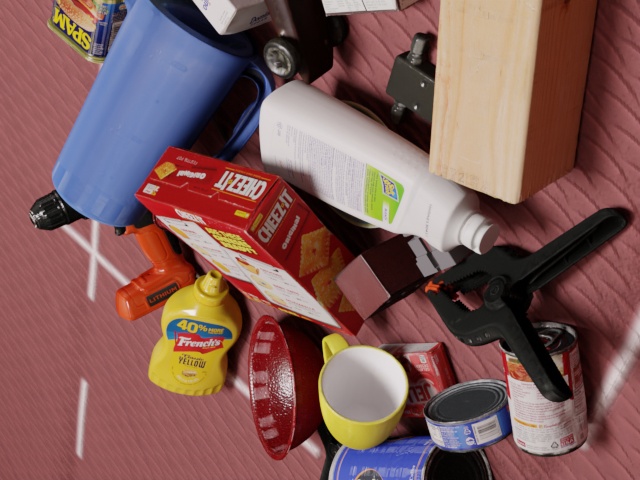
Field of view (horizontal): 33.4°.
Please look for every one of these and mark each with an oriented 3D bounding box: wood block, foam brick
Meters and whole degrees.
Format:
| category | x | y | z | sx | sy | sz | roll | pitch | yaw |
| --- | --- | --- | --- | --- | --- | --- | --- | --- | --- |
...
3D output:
| category | x | y | z | sx | sy | sz | roll | pitch | yaw |
| --- | --- | --- | --- | --- | --- | --- | --- | --- | --- |
| wood block | 0.151 | -0.147 | 0.832 | 0.090 | 0.090 | 0.206 | 25 | 127 | 35 |
| foam brick | 0.064 | 0.033 | 1.032 | 0.051 | 0.078 | 0.053 | 56 | 139 | 10 |

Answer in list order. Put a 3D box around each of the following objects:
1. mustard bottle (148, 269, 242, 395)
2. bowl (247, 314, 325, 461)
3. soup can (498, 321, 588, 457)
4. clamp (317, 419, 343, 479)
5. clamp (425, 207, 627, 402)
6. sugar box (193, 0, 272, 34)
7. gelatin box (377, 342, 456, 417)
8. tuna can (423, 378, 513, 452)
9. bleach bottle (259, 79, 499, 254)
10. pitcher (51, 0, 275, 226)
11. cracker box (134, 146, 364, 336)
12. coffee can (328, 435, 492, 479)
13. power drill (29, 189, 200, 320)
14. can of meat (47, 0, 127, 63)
| category | x | y | z | sx | sy | sz | roll | pitch | yaw |
| --- | --- | --- | --- | --- | --- | --- | --- | --- | --- |
| mustard bottle | -0.146 | 0.107 | 1.290 | 0.096 | 0.058 | 0.192 | 13 | 131 | -9 |
| bowl | -0.032 | 0.162 | 1.194 | 0.162 | 0.055 | 0.162 | 177 | 90 | -69 |
| soup can | 0.200 | 0.132 | 0.951 | 0.069 | 0.068 | 0.102 | 8 | 117 | 44 |
| clamp | 0.024 | 0.239 | 1.218 | 0.120 | 0.039 | 0.171 | -8 | 98 | 45 |
| clamp | 0.170 | 0.041 | 0.923 | 0.210 | 0.036 | 0.164 | 14 | 77 | 60 |
| sugar box | -0.106 | -0.282 | 1.028 | 0.176 | 0.093 | 0.048 | 55 | 140 | 10 |
| gelatin box | 0.097 | 0.144 | 1.094 | 0.089 | 0.030 | 0.073 | -8 | 105 | 49 |
| tuna can | 0.143 | 0.166 | 1.015 | 0.086 | 0.085 | 0.034 | -3 | 111 | 47 |
| bleach bottle | 0.052 | -0.053 | 0.959 | 0.251 | 0.068 | 0.102 | 33 | 144 | 32 |
| pitcher | -0.168 | -0.129 | 1.095 | 0.243 | 0.144 | 0.149 | -55 | 51 | 24 |
| cracker box | -0.057 | 0.001 | 1.068 | 0.164 | 0.072 | 0.213 | 17 | 159 | 41 |
| coffee can | 0.092 | 0.253 | 1.104 | 0.141 | 0.102 | 0.103 | -13 | 101 | 49 |
| power drill | -0.232 | -0.002 | 1.260 | 0.057 | 0.184 | 0.187 | 31 | 142 | 54 |
| can of meat | -0.264 | -0.268 | 1.231 | 0.102 | 0.057 | 0.084 | 41 | 132 | 23 |
